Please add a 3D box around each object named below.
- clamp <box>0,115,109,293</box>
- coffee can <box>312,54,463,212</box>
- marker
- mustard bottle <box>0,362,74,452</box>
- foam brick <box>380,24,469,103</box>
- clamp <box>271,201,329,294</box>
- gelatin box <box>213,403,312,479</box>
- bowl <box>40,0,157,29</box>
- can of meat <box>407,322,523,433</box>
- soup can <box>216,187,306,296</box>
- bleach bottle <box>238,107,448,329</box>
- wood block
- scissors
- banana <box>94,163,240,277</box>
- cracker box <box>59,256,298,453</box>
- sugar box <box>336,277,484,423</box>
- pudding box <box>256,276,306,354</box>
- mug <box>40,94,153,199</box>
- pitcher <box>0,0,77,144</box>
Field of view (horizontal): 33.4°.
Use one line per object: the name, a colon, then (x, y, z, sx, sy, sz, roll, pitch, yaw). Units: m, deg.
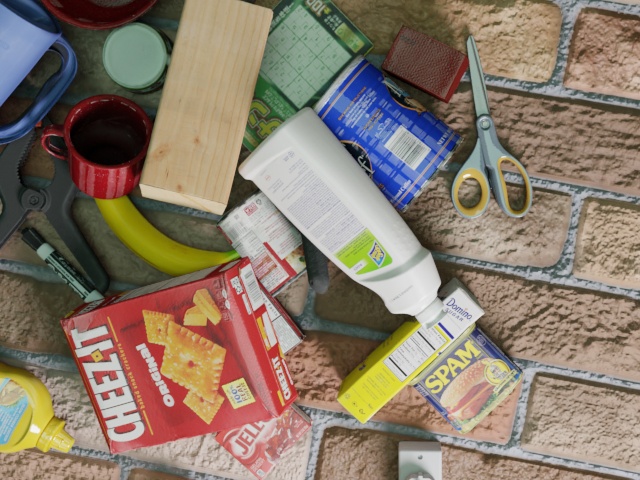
clamp: (-0.325, -0.038, 1.183, 0.164, 0.036, 0.210, -5, 88, -8)
coffee can: (0.064, -0.112, 1.124, 0.140, 0.103, 0.103, 39, 97, 0)
marker: (-0.293, 0.030, 1.209, 0.121, 0.020, 0.020, 44, 97, 0)
mustard bottle: (-0.365, 0.184, 1.208, 0.191, 0.058, 0.096, 30, 97, 2)
foam brick: (0.112, -0.186, 1.133, 0.078, 0.051, 0.053, 29, 96, 11)
clamp: (0.004, -0.032, 1.156, 0.039, 0.120, 0.171, -36, 75, 44)
gelatin box: (-0.065, 0.213, 1.199, 0.073, 0.030, 0.089, 42, 97, 0)
bowl: (-0.231, -0.302, 1.151, 0.162, 0.055, 0.162, 0, 88, 4)
can of meat: (0.157, 0.147, 1.163, 0.102, 0.057, 0.084, -44, 93, 7)
soup can: (-0.058, 0.001, 1.162, 0.068, 0.068, 0.102, -39, 91, 7)
bleach bottle: (0.033, -0.011, 1.083, 0.251, 0.068, 0.103, 50, 135, 0)
wood block: (-0.118, -0.141, 1.103, 0.090, 0.091, 0.206, 13, 83, -7)
scissors: (0.163, -0.112, 1.159, 0.096, 0.016, 0.202, -25, 92, 7)
banana: (-0.184, -0.009, 1.190, 0.198, 0.037, 0.069, 31, 71, -1)
cracker box: (-0.152, 0.126, 1.141, 0.214, 0.072, 0.164, -16, 98, 21)
sugar box: (0.095, 0.116, 1.146, 0.048, 0.093, 0.176, 44, 96, 0)
pudding box: (-0.087, 0.106, 1.188, 0.113, 0.039, 0.090, -37, 90, 6)
mug: (-0.241, -0.098, 1.145, 0.117, 0.082, 0.093, 8, 62, -9)
pitcher: (-0.383, -0.163, 1.118, 0.149, 0.144, 0.243, 43, 103, 13)
